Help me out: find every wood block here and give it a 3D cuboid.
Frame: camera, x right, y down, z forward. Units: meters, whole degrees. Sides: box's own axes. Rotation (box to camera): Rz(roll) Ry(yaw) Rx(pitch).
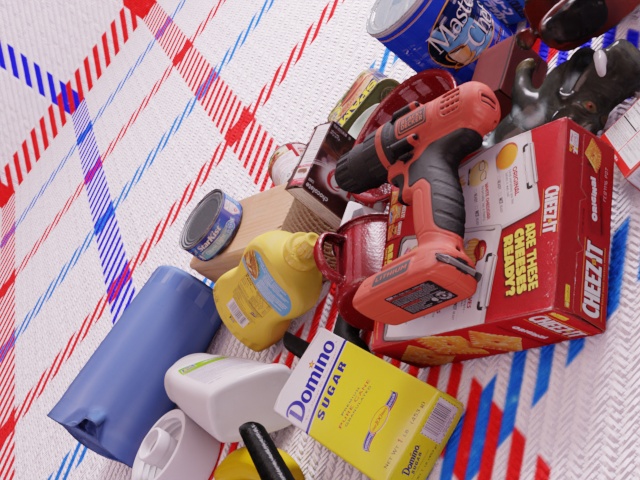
[{"bbox_3d":[-0.059,0.001,1.278,0.207,0.090,0.090,-15,46,54],"label":"wood block"}]

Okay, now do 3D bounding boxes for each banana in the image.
[{"bbox_3d":[-0.056,0.233,1.038,0.069,0.037,0.198,-58,25,-7],"label":"banana"}]

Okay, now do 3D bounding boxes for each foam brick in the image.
[{"bbox_3d":[0.188,-0.157,1.079,0.051,0.053,0.078,-23,38,49],"label":"foam brick"}]

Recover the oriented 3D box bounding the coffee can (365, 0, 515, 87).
[{"bbox_3d":[0.134,-0.222,1.151,0.103,0.140,0.103,-41,27,27],"label":"coffee can"}]

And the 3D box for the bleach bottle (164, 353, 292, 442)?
[{"bbox_3d":[-0.110,0.161,1.183,0.102,0.068,0.251,-15,7,-19],"label":"bleach bottle"}]

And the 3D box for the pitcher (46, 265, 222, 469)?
[{"bbox_3d":[-0.222,0.159,1.345,0.149,0.145,0.242,11,64,51],"label":"pitcher"}]

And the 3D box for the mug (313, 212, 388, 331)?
[{"bbox_3d":[0.046,0.029,1.027,0.093,0.117,0.081,-46,29,40],"label":"mug"}]

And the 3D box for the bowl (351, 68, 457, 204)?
[{"bbox_3d":[0.101,-0.097,1.115,0.162,0.055,0.162,-38,35,32],"label":"bowl"}]

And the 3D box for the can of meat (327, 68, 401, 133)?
[{"bbox_3d":[0.058,-0.158,1.310,0.102,0.057,0.084,-50,22,8],"label":"can of meat"}]

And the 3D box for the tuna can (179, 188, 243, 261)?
[{"bbox_3d":[-0.131,-0.018,1.282,0.086,0.033,0.086,-42,28,28],"label":"tuna can"}]

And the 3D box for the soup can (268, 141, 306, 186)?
[{"bbox_3d":[-0.023,-0.077,1.339,0.068,0.068,0.102,-51,25,9],"label":"soup can"}]

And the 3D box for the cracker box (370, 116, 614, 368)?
[{"bbox_3d":[0.142,0.011,0.899,0.214,0.072,0.164,-20,55,50],"label":"cracker box"}]

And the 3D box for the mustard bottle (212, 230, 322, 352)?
[{"bbox_3d":[-0.048,0.043,1.153,0.058,0.096,0.192,-26,-13,-37],"label":"mustard bottle"}]

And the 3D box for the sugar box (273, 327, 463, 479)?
[{"bbox_3d":[0.037,0.147,0.933,0.176,0.048,0.093,22,79,51],"label":"sugar box"}]

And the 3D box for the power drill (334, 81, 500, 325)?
[{"bbox_3d":[0.072,-0.027,0.902,0.185,0.057,0.187,-28,48,45],"label":"power drill"}]

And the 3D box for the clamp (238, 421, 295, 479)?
[{"bbox_3d":[-0.023,0.241,0.926,0.210,0.036,0.164,-9,70,48],"label":"clamp"}]

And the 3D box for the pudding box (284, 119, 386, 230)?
[{"bbox_3d":[0.025,-0.064,1.181,0.039,0.113,0.090,-10,50,53],"label":"pudding box"}]

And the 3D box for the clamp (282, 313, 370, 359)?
[{"bbox_3d":[0.020,0.106,1.063,0.120,0.039,0.171,-52,30,16],"label":"clamp"}]
